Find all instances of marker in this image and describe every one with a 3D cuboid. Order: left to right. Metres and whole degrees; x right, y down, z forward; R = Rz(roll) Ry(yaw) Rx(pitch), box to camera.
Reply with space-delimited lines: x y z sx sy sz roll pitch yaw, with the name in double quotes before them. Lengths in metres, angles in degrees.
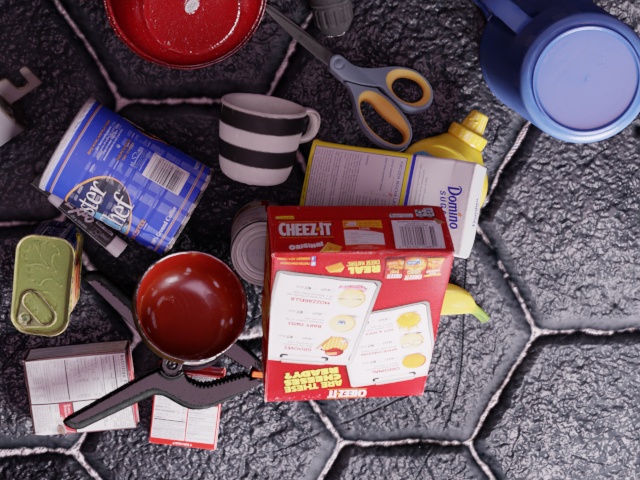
"marker" -0.252 -0.028 1.102 0.121 0.020 0.020 41 98 -11

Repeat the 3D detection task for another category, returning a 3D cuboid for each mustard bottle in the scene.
"mustard bottle" 0.115 -0.047 1.095 0.096 0.058 0.192 33 100 17

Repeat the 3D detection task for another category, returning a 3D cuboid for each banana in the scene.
"banana" 0.081 0.087 1.139 0.198 0.037 0.069 -17 103 1

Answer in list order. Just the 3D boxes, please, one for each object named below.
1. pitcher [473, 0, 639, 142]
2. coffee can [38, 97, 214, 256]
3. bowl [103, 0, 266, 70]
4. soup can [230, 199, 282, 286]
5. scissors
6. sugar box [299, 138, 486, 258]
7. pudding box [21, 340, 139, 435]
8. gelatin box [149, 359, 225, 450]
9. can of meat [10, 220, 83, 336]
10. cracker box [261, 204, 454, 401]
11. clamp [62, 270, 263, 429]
"pitcher" 0.215 -0.169 0.981 0.149 0.242 0.145 -1 105 4
"coffee can" -0.191 -0.062 1.055 0.140 0.103 0.103 30 100 -10
"bowl" -0.125 -0.230 1.018 0.162 0.055 0.162 -6 121 -11
"soup can" -0.057 0.001 1.078 0.068 0.102 0.068 -1 103 -4
"scissors" 0.037 -0.182 1.081 0.096 0.016 0.202 -36 89 -17
"sugar box" 0.069 -0.042 1.058 0.176 0.048 0.093 11 91 21
"pudding box" -0.254 0.157 1.137 0.113 0.039 0.090 -5 103 -4
"gelatin box" -0.144 0.177 1.152 0.073 0.030 0.089 7 103 -4
"can of meat" -0.275 0.035 1.083 0.057 0.084 0.102 7 103 -5
"cracker box" 0.027 0.062 1.017 0.164 0.072 0.214 -1 136 -6
"clamp" -0.157 0.114 1.096 0.210 0.036 0.164 1 97 -7
